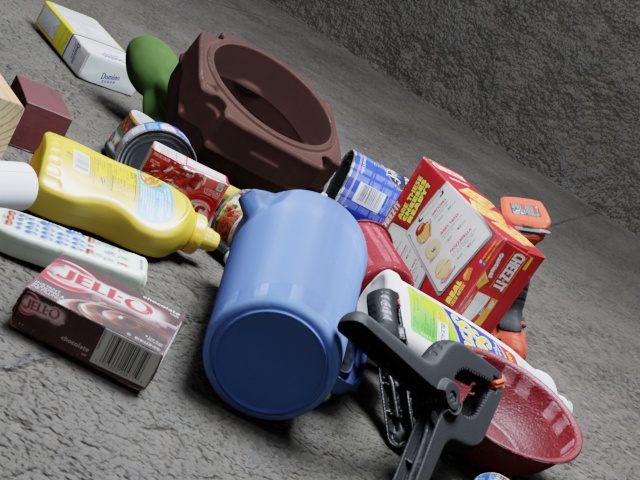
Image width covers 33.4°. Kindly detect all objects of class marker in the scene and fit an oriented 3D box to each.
[{"bbox_3d":[-0.072,0.034,1.088,0.121,0.020,0.020,38,18,25],"label":"marker"}]

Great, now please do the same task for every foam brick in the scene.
[{"bbox_3d":[-0.300,-0.129,1.118,0.052,0.051,0.078,21,19,-33],"label":"foam brick"}]

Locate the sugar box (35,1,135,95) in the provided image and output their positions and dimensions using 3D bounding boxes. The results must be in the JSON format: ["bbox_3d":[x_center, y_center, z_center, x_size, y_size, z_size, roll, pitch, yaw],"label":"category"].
[{"bbox_3d":[-0.329,-0.272,1.510,0.093,0.048,0.176,15,26,-43],"label":"sugar box"}]

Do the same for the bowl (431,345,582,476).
[{"bbox_3d":[0.163,0.170,1.007,0.162,0.055,0.162,23,25,-12],"label":"bowl"}]

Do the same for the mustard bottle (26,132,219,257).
[{"bbox_3d":[-0.183,-0.032,1.016,0.191,0.058,0.096,23,28,-24],"label":"mustard bottle"}]

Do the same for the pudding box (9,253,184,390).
[{"bbox_3d":[-0.166,0.060,0.808,0.113,0.039,0.090,29,16,-4],"label":"pudding box"}]

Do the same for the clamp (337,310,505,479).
[{"bbox_3d":[0.088,0.122,0.867,0.209,0.036,0.164,-15,90,-54],"label":"clamp"}]

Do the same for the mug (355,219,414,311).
[{"bbox_3d":[0.041,0.039,1.171,0.117,0.093,0.081,-10,37,-17],"label":"mug"}]

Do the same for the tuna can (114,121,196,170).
[{"bbox_3d":[-0.176,-0.082,1.134,0.086,0.086,0.034,23,16,-23],"label":"tuna can"}]

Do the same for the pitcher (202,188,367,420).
[{"bbox_3d":[-0.023,0.061,0.925,0.149,0.145,0.242,12,21,0],"label":"pitcher"}]

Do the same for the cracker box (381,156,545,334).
[{"bbox_3d":[0.144,0.024,1.238,0.072,0.164,0.214,23,18,-30],"label":"cracker box"}]

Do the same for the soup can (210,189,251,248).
[{"bbox_3d":[-0.057,0.001,1.124,0.102,0.068,0.068,38,18,25],"label":"soup can"}]

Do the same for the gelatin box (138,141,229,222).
[{"bbox_3d":[-0.149,-0.049,1.104,0.089,0.073,0.030,26,18,-17],"label":"gelatin box"}]

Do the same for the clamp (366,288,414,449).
[{"bbox_3d":[0.063,0.105,0.965,0.039,0.120,0.171,-5,18,9],"label":"clamp"}]

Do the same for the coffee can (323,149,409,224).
[{"bbox_3d":[0.081,-0.047,1.450,0.140,0.103,0.103,27,17,-12],"label":"coffee can"}]

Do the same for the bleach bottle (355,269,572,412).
[{"bbox_3d":[0.157,0.127,1.116,0.250,0.068,0.102,27,36,-19],"label":"bleach bottle"}]

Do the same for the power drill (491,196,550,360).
[{"bbox_3d":[0.234,0.046,1.303,0.057,0.188,0.184,6,16,2],"label":"power drill"}]
